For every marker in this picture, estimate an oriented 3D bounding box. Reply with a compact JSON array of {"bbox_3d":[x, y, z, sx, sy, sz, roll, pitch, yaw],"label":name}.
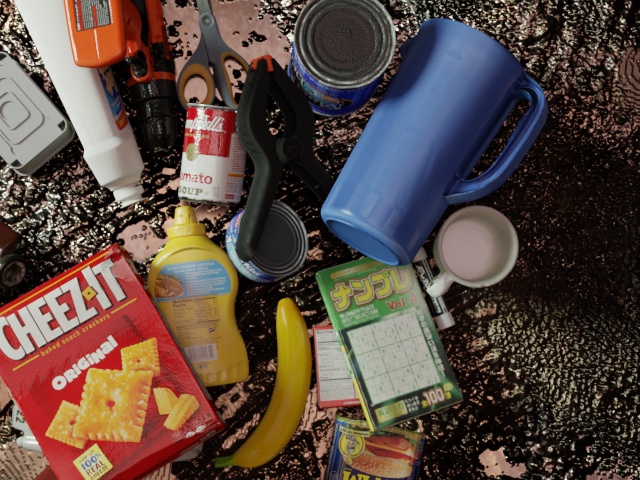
[{"bbox_3d":[0.116,0.039,1.169,0.020,0.020,0.121,-22,87,-5],"label":"marker"}]

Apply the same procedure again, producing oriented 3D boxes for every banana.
[{"bbox_3d":[-0.047,0.162,1.139,0.069,0.037,0.198,23,84,-3],"label":"banana"}]

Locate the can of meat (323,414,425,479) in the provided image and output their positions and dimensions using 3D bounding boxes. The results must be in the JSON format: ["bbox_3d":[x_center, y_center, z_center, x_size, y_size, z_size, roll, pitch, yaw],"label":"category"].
[{"bbox_3d":[0.056,0.236,1.131,0.102,0.057,0.084,12,82,-3],"label":"can of meat"}]

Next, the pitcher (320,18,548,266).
[{"bbox_3d":[0.112,-0.095,1.105,0.145,0.149,0.242,34,78,-15],"label":"pitcher"}]

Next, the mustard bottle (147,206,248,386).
[{"bbox_3d":[-0.134,0.059,1.131,0.096,0.058,0.191,-7,86,-6],"label":"mustard bottle"}]

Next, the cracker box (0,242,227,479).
[{"bbox_3d":[-0.216,0.135,1.057,0.164,0.072,0.214,-30,82,-7],"label":"cracker box"}]

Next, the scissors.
[{"bbox_3d":[-0.138,-0.225,1.176,0.096,0.016,0.202,-27,87,-5],"label":"scissors"}]

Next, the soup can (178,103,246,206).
[{"bbox_3d":[-0.113,-0.091,1.133,0.068,0.068,0.102,7,95,-3],"label":"soup can"}]

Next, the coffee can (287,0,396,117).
[{"bbox_3d":[0.019,-0.194,1.120,0.102,0.140,0.103,0,85,-4],"label":"coffee can"}]

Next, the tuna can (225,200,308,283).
[{"bbox_3d":[-0.057,0.001,1.134,0.086,0.034,0.086,13,67,-31],"label":"tuna can"}]

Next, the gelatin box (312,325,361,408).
[{"bbox_3d":[0.031,0.134,1.150,0.073,0.030,0.089,-4,83,-4],"label":"gelatin box"}]

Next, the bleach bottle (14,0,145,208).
[{"bbox_3d":[-0.244,-0.156,1.132,0.068,0.102,0.251,-21,94,4],"label":"bleach bottle"}]

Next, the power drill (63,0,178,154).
[{"bbox_3d":[-0.197,-0.190,1.085,0.057,0.187,0.184,-12,83,7],"label":"power drill"}]

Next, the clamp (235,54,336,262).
[{"bbox_3d":[-0.046,-0.085,1.110,0.164,0.036,0.210,-25,101,-37],"label":"clamp"}]
